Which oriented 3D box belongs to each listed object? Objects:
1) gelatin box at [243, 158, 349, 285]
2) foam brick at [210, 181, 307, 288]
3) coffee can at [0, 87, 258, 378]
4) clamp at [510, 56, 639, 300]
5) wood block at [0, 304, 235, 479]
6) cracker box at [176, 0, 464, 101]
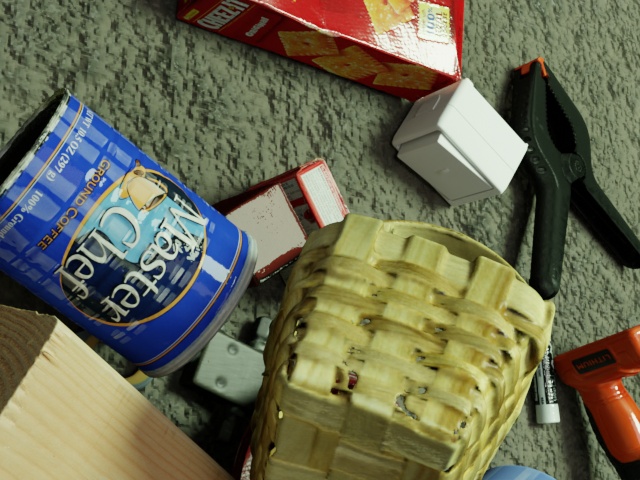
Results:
[{"bbox_3d":[-0.009,-0.007,0.745,0.030,0.073,0.089,-31,98,-36],"label":"gelatin box"},{"bbox_3d":[-0.055,0.001,0.709,0.051,0.078,0.053,-34,103,-35],"label":"foam brick"},{"bbox_3d":[-0.120,-0.002,0.604,0.140,0.103,0.102,40,61,-22],"label":"coffee can"},{"bbox_3d":[0.218,-0.056,0.933,0.164,0.036,0.210,-2,78,-44],"label":"clamp"},{"bbox_3d":[-0.130,0.128,0.576,0.206,0.090,0.090,54,54,-43],"label":"wood block"},{"bbox_3d":[0.011,-0.216,0.801,0.213,0.072,0.164,15,72,-31],"label":"cracker box"}]
